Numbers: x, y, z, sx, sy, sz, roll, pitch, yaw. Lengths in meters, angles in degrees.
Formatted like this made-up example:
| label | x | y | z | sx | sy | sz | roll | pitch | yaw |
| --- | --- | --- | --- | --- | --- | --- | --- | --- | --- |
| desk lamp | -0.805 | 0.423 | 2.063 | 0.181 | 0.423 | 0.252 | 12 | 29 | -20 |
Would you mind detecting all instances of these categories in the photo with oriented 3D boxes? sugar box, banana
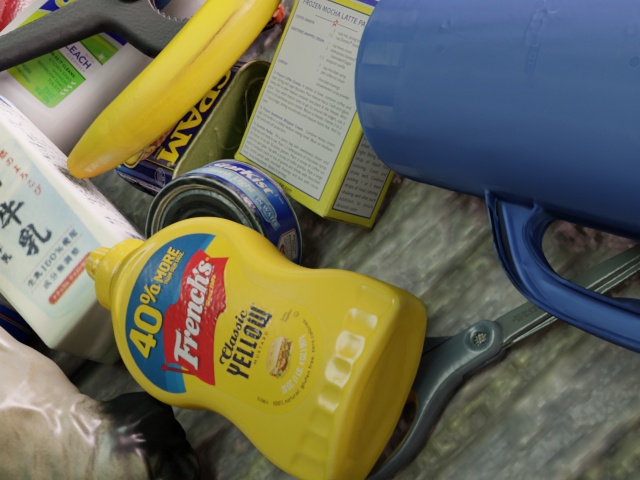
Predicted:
| label | x | y | z | sx | sy | sz | roll | pitch | yaw |
| --- | --- | --- | --- | --- | --- | --- | --- | --- | --- |
| sugar box | 0.022 | -0.105 | 0.587 | 0.093 | 0.048 | 0.176 | 34 | 103 | 44 |
| banana | -0.073 | -0.110 | 0.626 | 0.197 | 0.037 | 0.070 | -53 | 21 | -13 |

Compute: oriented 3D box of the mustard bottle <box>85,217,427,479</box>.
| label | x | y | z | sx | sy | sz | roll | pitch | yaw |
| --- | --- | --- | --- | --- | --- | --- | --- | --- | --- |
| mustard bottle | -0.047 | 0.041 | 0.526 | 0.192 | 0.058 | 0.096 | 21 | 92 | 34 |

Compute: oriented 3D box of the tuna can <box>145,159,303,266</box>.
| label | x | y | z | sx | sy | sz | roll | pitch | yaw |
| --- | --- | --- | --- | --- | --- | --- | --- | --- | --- |
| tuna can | -0.054 | 0.001 | 0.586 | 0.086 | 0.033 | 0.086 | 11 | 112 | 29 |

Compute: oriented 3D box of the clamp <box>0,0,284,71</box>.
| label | x | y | z | sx | sy | sz | roll | pitch | yaw |
| --- | --- | --- | --- | --- | --- | --- | --- | --- | --- |
| clamp | -0.127 | -0.183 | 0.707 | 0.210 | 0.036 | 0.164 | 6 | 93 | 3 |

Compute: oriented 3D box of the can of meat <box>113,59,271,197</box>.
| label | x | y | z | sx | sy | sz | roll | pitch | yaw |
| --- | --- | --- | --- | --- | --- | --- | --- | --- | --- |
| can of meat | -0.074 | -0.067 | 0.664 | 0.084 | 0.057 | 0.102 | 22 | 77 | 47 |

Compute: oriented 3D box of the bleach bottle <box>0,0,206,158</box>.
| label | x | y | z | sx | sy | sz | roll | pitch | yaw |
| --- | --- | --- | --- | --- | --- | --- | --- | --- | --- |
| bleach bottle | -0.133 | -0.178 | 0.760 | 0.251 | 0.068 | 0.102 | -46 | 78 | 3 |

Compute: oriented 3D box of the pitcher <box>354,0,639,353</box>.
| label | x | y | z | sx | sy | sz | roll | pitch | yaw |
| --- | --- | --- | --- | --- | --- | --- | --- | --- | --- |
| pitcher | 0.127 | -0.052 | 0.453 | 0.149 | 0.145 | 0.243 | -31 | 30 | -34 |

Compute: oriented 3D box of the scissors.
| label | x | y | z | sx | sy | sz | roll | pitch | yaw |
| --- | --- | --- | --- | --- | --- | --- | --- | --- | --- |
| scissors | 0.064 | 0.041 | 0.516 | 0.202 | 0.016 | 0.096 | -43 | 45 | 8 |
